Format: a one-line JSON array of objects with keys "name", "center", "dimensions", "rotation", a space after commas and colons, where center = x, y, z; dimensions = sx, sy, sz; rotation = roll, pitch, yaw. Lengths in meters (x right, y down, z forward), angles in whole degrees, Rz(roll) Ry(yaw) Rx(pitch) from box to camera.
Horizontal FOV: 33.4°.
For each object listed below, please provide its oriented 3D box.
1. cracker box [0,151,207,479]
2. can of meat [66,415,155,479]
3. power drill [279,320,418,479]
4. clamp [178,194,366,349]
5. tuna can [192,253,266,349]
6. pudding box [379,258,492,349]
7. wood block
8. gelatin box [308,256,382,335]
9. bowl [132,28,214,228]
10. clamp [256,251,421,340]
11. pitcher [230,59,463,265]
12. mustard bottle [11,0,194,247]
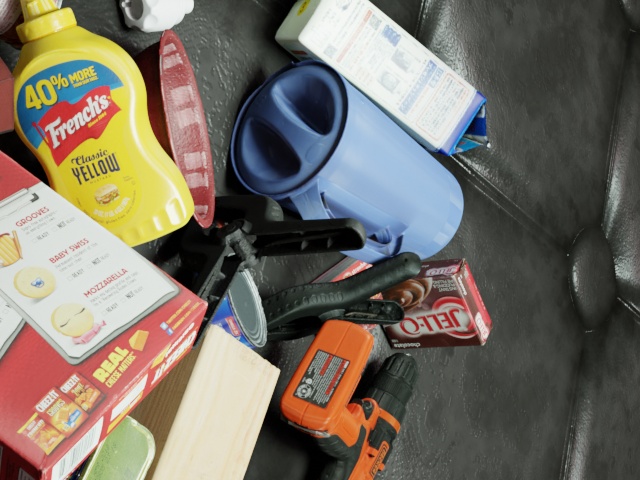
[{"name": "cracker box", "center": [-0.208, 0.045, 0.692], "dimensions": [0.214, 0.072, 0.164], "rotation": [35, 49, 9]}, {"name": "can of meat", "center": [-0.181, 0.175, 0.791], "dimensions": [0.057, 0.084, 0.102], "rotation": [46, 54, -37]}, {"name": "power drill", "center": [0.034, 0.154, 1.019], "dimensions": [0.184, 0.057, 0.187], "rotation": [-61, 150, -25]}, {"name": "clamp", "center": [-0.056, 0.001, 0.871], "dimensions": [0.164, 0.210, 0.036], "rotation": [-27, 115, -1]}, {"name": "tuna can", "center": [-0.079, 0.057, 0.929], "dimensions": [0.086, 0.034, 0.086], "rotation": [-19, 90, -79]}, {"name": "pudding box", "center": [0.113, 0.068, 1.119], "dimensions": [0.039, 0.114, 0.090], "rotation": [-49, 123, -43]}, {"name": "wood block", "center": [-0.121, 0.178, 0.855], "dimensions": [0.090, 0.091, 0.206], "rotation": [41, 58, -39]}, {"name": "gelatin box", "center": [0.026, 0.064, 1.082], "dimensions": [0.089, 0.030, 0.073], "rotation": [-35, 113, -45]}, {"name": "bowl", "center": [-0.130, -0.085, 0.860], "dimensions": [0.162, 0.055, 0.162], "rotation": [-10, 90, -85]}, {"name": "clamp", "center": [0.012, 0.064, 1.005], "dimensions": [0.120, 0.171, 0.039], "rotation": [80, -4, -57]}, {"name": "pitcher", "center": [0.038, -0.055, 1.030], "dimensions": [0.242, 0.145, 0.149], "rotation": [29, 84, -48]}, {"name": "mustard bottle", "center": [-0.167, -0.087, 0.759], "dimensions": [0.058, 0.096, 0.191], "rotation": [-77, 147, -76]}]
